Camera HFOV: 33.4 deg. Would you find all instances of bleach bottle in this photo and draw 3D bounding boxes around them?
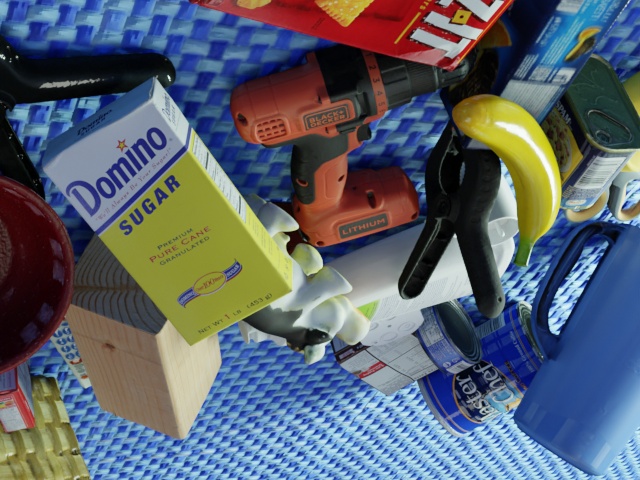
[{"bbox_3d":[0.046,0.039,0.974,0.250,0.068,0.103,-17,154,-17],"label":"bleach bottle"}]

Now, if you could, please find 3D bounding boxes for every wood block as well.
[{"bbox_3d":[-0.148,0.081,0.920,0.091,0.090,0.206,19,149,11],"label":"wood block"}]

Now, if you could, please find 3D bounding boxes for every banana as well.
[{"bbox_3d":[0.148,-0.057,0.802,0.037,0.069,0.197,9,151,33],"label":"banana"}]

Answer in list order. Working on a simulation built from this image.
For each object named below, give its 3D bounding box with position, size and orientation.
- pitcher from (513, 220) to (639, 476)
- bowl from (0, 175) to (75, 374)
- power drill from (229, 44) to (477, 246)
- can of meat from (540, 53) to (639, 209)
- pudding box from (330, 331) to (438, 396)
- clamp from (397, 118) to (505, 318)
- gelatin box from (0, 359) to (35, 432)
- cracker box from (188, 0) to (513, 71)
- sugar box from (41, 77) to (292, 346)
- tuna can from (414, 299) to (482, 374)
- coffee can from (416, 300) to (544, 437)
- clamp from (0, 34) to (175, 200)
[{"bbox_3d":[0.294,0.107,1.088,0.144,0.149,0.243,32,91,-50],"label":"pitcher"},{"bbox_3d":[-0.262,0.020,0.768,0.161,0.055,0.162,-9,113,-23],"label":"bowl"},{"bbox_3d":[0.034,-0.079,0.834,0.184,0.057,0.187,-14,145,1],"label":"power drill"},{"bbox_3d":[0.207,-0.087,0.865,0.057,0.102,0.084,-4,147,-23],"label":"can of meat"},{"bbox_3d":[0.078,0.119,1.161,0.090,0.039,0.113,-32,140,19],"label":"pudding box"},{"bbox_3d":[0.119,-0.019,0.876,0.039,0.120,0.171,0,104,-40],"label":"clamp"},{"bbox_3d":[-0.276,0.113,0.937,0.030,0.089,0.073,-11,147,-10],"label":"gelatin box"},{"bbox_3d":[0.040,-0.196,0.645,0.213,0.072,0.164,7,140,-35],"label":"cracker box"},{"bbox_3d":[-0.103,-0.016,0.744,0.093,0.048,0.176,-29,119,13],"label":"sugar box"},{"bbox_3d":[0.132,0.097,1.118,0.034,0.086,0.086,-32,145,23],"label":"tuna can"},{"bbox_3d":[0.192,0.145,1.205,0.140,0.103,0.102,-33,145,21],"label":"coffee can"},{"bbox_3d":[-0.222,-0.090,0.708,0.209,0.036,0.165,11,137,-43],"label":"clamp"}]
